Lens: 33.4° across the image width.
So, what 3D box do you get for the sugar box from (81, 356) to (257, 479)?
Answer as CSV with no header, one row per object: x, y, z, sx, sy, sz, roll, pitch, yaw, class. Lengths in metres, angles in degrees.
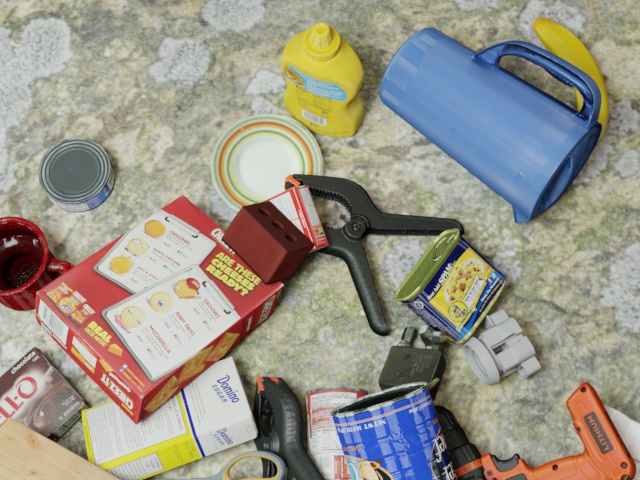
-0.162,0.196,1.140,0.176,0.048,0.093,-17,42,-7,sugar box

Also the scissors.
-0.118,0.274,1.108,0.202,0.016,0.096,-22,82,23,scissors

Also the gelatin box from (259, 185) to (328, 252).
-0.042,-0.014,1.206,0.089,0.030,0.073,-23,85,37,gelatin box

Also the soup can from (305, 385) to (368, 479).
0.018,0.211,1.131,0.068,0.068,0.102,-1,69,1,soup can

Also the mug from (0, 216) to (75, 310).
-0.331,0.031,1.204,0.117,0.081,0.093,3,69,3,mug

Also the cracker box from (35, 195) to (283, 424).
-0.173,0.070,1.156,0.164,0.072,0.213,41,53,15,cracker box

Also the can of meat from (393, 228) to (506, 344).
0.146,0.052,1.180,0.084,0.058,0.102,41,75,-11,can of meat

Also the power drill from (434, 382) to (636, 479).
0.212,0.222,1.100,0.188,0.057,0.184,-32,70,14,power drill

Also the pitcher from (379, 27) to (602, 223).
0.195,-0.149,1.226,0.243,0.145,0.149,38,79,18,pitcher

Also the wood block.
-0.253,0.279,1.063,0.206,0.091,0.090,29,40,2,wood block

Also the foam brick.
-0.058,0.001,1.168,0.078,0.052,0.051,44,121,20,foam brick

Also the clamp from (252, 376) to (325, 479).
-0.035,0.217,1.114,0.039,0.120,0.171,10,61,-39,clamp

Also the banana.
0.308,-0.189,1.291,0.069,0.037,0.198,-6,69,-1,banana

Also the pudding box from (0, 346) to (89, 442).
-0.323,0.188,1.167,0.113,0.039,0.090,-43,74,-13,pudding box

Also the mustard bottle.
0.002,-0.189,1.218,0.096,0.191,0.058,26,72,11,mustard bottle

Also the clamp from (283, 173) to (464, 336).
0.039,0.000,1.223,0.210,0.036,0.164,30,73,5,clamp

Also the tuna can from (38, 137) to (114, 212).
-0.289,-0.077,1.270,0.086,0.034,0.086,-1,69,2,tuna can

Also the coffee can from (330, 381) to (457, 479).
0.079,0.223,1.061,0.102,0.103,0.140,-17,88,-5,coffee can
